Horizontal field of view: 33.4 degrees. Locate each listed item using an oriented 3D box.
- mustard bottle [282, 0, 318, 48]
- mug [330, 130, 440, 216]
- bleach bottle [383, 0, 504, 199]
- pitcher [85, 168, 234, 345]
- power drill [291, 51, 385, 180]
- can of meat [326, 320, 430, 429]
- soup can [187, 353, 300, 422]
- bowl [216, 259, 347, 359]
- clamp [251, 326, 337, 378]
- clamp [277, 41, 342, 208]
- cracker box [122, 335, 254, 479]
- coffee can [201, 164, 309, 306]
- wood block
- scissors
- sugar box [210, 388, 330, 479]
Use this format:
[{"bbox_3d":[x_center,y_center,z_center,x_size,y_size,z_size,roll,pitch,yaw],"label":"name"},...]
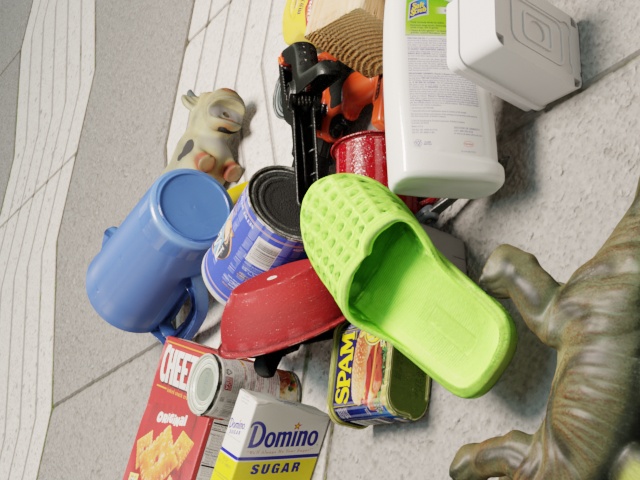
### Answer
[{"bbox_3d":[0.012,-0.267,1.225,0.096,0.058,0.192,-69,21,2],"label":"mustard bottle"},{"bbox_3d":[0.068,-0.053,1.045,0.117,0.093,0.081,-6,69,16],"label":"mug"},{"bbox_3d":[0.107,-0.166,0.956,0.068,0.102,0.251,125,147,-72],"label":"bleach bottle"},{"bbox_3d":[-0.190,0.021,1.319,0.243,0.149,0.145,-45,25,53],"label":"pitcher"},{"bbox_3d":[0.034,-0.133,1.152,0.188,0.057,0.184,-9,67,55],"label":"power drill"},{"bbox_3d":[0.056,0.120,0.989,0.084,0.057,0.102,-18,59,50],"label":"can of meat"},{"bbox_3d":[-0.082,0.162,1.134,0.069,0.102,0.068,-32,50,47],"label":"soup can"},{"bbox_3d":[-0.037,0.061,1.065,0.162,0.161,0.055,-8,106,56],"label":"bowl"},{"bbox_3d":[-0.045,0.106,1.116,0.172,0.120,0.039,-10,99,59],"label":"clamp"},{"bbox_3d":[-0.018,-0.141,1.132,0.210,0.036,0.165,-112,28,-60],"label":"clamp"},{"bbox_3d":[-0.151,0.229,1.235,0.164,0.072,0.213,7,79,57],"label":"cracker box"},{"bbox_3d":[-0.058,0.001,1.157,0.140,0.102,0.103,125,147,-44],"label":"coffee can"},{"bbox_3d":[0.064,-0.279,1.060,0.090,0.090,0.206,-16,54,51],"label":"wood block"},{"bbox_3d":[0.081,-0.020,0.996,0.202,0.096,0.016,-49,48,37],"label":"scissors"},{"bbox_3d":[-0.061,0.245,1.069,0.048,0.093,0.176,20,92,58],"label":"sugar box"}]
